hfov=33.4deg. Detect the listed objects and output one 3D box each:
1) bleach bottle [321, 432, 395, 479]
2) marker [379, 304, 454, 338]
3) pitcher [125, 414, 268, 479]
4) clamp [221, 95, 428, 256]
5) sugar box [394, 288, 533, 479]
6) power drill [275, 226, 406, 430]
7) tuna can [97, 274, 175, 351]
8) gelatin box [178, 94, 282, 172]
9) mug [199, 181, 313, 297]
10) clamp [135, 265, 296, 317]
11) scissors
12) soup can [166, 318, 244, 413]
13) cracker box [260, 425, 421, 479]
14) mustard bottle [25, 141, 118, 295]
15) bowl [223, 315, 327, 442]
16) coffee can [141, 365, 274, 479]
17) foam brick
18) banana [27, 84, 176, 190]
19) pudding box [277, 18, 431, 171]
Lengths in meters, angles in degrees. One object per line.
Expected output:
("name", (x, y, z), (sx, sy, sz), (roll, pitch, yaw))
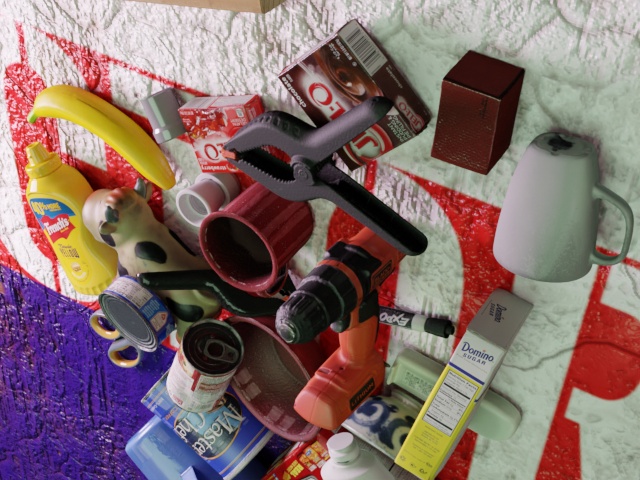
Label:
("bleach bottle", (0.052, 0.312, 1.147), (0.103, 0.068, 0.251), (-1, 120, 35))
("marker", (0.079, 0.078, 1.073), (0.121, 0.020, 0.020), (11, 129, 31))
("pitcher", (-0.129, 0.313, 1.338), (0.243, 0.144, 0.149), (47, 139, 0))
("clamp", (-0.004, -0.076, 0.945), (0.210, 0.036, 0.164), (20, 140, 29))
("sugar box", (0.133, 0.135, 0.997), (0.048, 0.093, 0.176), (28, 122, 14))
("power drill", (0.018, 0.088, 1.000), (0.057, 0.184, 0.188), (28, 134, 24))
("tuna can", (-0.200, 0.079, 1.164), (0.086, 0.033, 0.086), (31, 148, 22))
("gelatin box", (-0.089, -0.103, 1.047), (0.089, 0.030, 0.073), (3, 125, 36))
("mug", (-0.057, 0.001, 1.068), (0.093, 0.081, 0.117), (5, 125, 35))
("clamp", (-0.104, 0.036, 1.118), (0.171, 0.120, 0.039), (37, 173, 5))
("scissors", (-0.229, 0.103, 1.333), (0.096, 0.016, 0.202), (46, 138, -3))
("soup can", (-0.128, 0.139, 1.171), (0.068, 0.068, 0.102), (37, 143, 7))
("cracker box", (0.055, 0.301, 1.235), (0.213, 0.072, 0.164), (42, 138, 1))
("mustard bottle", (-0.291, -0.028, 1.243), (0.096, 0.058, 0.191), (2, 124, 42))
("bowl", (-0.041, 0.140, 1.176), (0.162, 0.055, 0.162), (30, 137, 32))
("coffee can", (-0.127, 0.201, 1.269), (0.140, 0.102, 0.103), (43, 138, 1))
("foam brick", (0.127, -0.103, 0.866), (0.053, 0.051, 0.078), (23, 135, 20))
("banana", (-0.235, -0.121, 1.143), (0.198, 0.037, 0.070), (28, 147, 17))
("pudding box", (0.029, -0.125, 0.932), (0.090, 0.039, 0.113), (-27, 104, 48))
